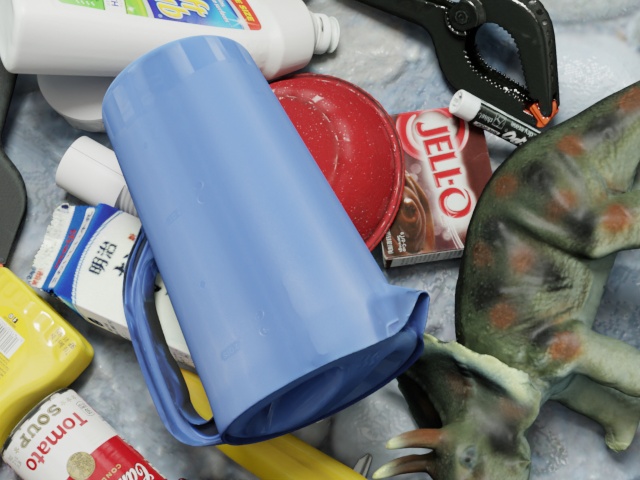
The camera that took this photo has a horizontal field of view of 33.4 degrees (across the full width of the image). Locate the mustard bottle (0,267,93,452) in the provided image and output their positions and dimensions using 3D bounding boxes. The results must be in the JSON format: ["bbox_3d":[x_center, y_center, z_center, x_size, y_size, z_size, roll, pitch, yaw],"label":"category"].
[{"bbox_3d":[-0.256,0.117,0.746,0.096,0.058,0.191,39,80,18],"label":"mustard bottle"}]

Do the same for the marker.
[{"bbox_3d":[0.149,-0.077,0.788,0.121,0.020,0.020,24,76,-20],"label":"marker"}]

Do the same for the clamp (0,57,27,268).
[{"bbox_3d":[-0.257,-0.062,0.790,0.120,0.039,0.171,-25,96,-17],"label":"clamp"}]

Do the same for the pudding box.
[{"bbox_3d":[0.081,-0.041,0.792,0.090,0.039,0.113,-8,77,-3],"label":"pudding box"}]

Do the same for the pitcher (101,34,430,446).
[{"bbox_3d":[-0.054,0.001,0.670,0.149,0.145,0.243,-19,68,-22],"label":"pitcher"}]

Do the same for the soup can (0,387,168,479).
[{"bbox_3d":[-0.160,0.159,0.732,0.102,0.068,0.068,41,80,10],"label":"soup can"}]

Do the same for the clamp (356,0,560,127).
[{"bbox_3d":[0.102,-0.170,0.801,0.210,0.165,0.036,58,40,-6],"label":"clamp"}]

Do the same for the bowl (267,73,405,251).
[{"bbox_3d":[-0.023,-0.052,0.765,0.162,0.055,0.162,-4,77,17],"label":"bowl"}]

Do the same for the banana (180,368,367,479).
[{"bbox_3d":[-0.026,0.145,0.733,0.198,0.069,0.037,25,57,24],"label":"banana"}]

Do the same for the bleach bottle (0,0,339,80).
[{"bbox_3d":[-0.105,-0.163,0.775,0.250,0.068,0.102,-2,51,-28],"label":"bleach bottle"}]
